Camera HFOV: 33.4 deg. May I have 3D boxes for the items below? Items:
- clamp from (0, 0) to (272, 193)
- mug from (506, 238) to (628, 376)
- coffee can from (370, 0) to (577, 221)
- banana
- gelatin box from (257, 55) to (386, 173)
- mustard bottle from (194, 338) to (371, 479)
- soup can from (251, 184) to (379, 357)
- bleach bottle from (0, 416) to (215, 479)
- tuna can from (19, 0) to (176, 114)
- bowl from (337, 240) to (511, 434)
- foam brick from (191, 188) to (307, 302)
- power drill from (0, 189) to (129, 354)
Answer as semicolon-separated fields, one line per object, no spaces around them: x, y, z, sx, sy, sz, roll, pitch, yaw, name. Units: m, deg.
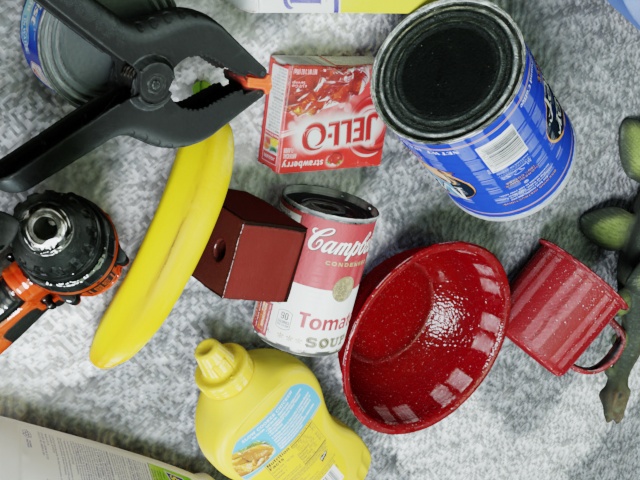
-0.102;-0.097;0.577;0.171;0.039;0.120;-18;126;-37;clamp
0.202;0.066;0.890;0.117;0.093;0.081;40;91;-12;mug
0.107;-0.084;0.721;0.103;0.103;0.140;-55;148;-1;coffee can
-0.094;0.002;0.656;0.037;0.070;0.198;21;99;-19;banana
0.005;-0.085;0.716;0.089;0.030;0.073;-6;115;-34;gelatin box
-0.037;0.135;0.772;0.096;0.058;0.191;-44;131;-13;mustard bottle
-0.005;0.020;0.735;0.068;0.069;0.102;1;112;-37;soup can
-0.127;0.189;0.704;0.068;0.102;0.250;-40;137;24;bleach bottle
-0.124;-0.117;0.602;0.086;0.034;0.086;-16;120;-30;tuna can
0.069;0.066;0.820;0.161;0.055;0.162;-16;120;-30;bowl
-0.054;0.001;0.682;0.051;0.078;0.053;6;105;-38;foam brick
-0.184;0.047;0.561;0.187;0.184;0.057;-38;88;-8;power drill
